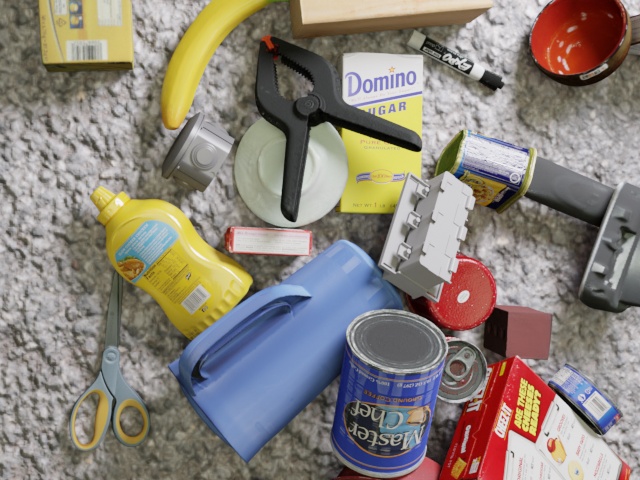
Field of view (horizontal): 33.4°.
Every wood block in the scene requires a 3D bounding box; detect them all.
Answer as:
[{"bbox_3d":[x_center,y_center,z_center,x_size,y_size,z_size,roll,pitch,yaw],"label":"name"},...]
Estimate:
[{"bbox_3d":[0.071,-0.279,1.158,0.206,0.091,0.090,-7,92,-8],"label":"wood block"}]

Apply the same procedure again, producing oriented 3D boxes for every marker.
[{"bbox_3d":[0.154,-0.202,1.208,0.121,0.020,0.020,26,88,-8],"label":"marker"}]

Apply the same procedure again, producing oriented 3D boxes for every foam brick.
[{"bbox_3d":[0.221,0.102,1.199,0.051,0.078,0.053,4,92,-10],"label":"foam brick"}]

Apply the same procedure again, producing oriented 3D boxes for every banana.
[{"bbox_3d":[-0.119,-0.210,1.150,0.198,0.037,0.070,-50,55,2],"label":"banana"}]

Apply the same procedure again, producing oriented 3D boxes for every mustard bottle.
[{"bbox_3d":[-0.172,0.013,1.146,0.191,0.058,0.096,43,112,-7],"label":"mustard bottle"}]

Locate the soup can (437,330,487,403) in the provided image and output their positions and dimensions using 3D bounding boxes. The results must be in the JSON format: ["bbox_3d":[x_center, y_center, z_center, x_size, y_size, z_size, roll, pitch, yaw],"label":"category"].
[{"bbox_3d":[0.136,0.137,1.176,0.068,0.102,0.068,0,92,-8],"label":"soup can"}]

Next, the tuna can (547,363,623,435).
[{"bbox_3d":[0.299,0.181,1.209,0.034,0.086,0.086,-45,97,-3],"label":"tuna can"}]

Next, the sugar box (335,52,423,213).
[{"bbox_3d":[0.065,-0.118,1.185,0.093,0.048,0.176,0,93,-8],"label":"sugar box"}]

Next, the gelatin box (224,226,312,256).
[{"bbox_3d":[-0.058,0.001,1.158,0.089,0.073,0.030,2,91,-8],"label":"gelatin box"}]

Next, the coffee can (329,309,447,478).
[{"bbox_3d":[0.068,0.157,1.093,0.102,0.103,0.140,2,123,-8],"label":"coffee can"}]

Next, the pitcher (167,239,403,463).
[{"bbox_3d":[-0.035,0.106,1.133,0.242,0.149,0.145,-40,97,-8],"label":"pitcher"}]

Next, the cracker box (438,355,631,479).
[{"bbox_3d":[0.235,0.257,1.154,0.213,0.072,0.164,43,48,-19],"label":"cracker box"}]

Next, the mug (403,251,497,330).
[{"bbox_3d":[0.135,0.053,1.183,0.117,0.081,0.093,17,89,-8],"label":"mug"}]

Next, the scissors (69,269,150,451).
[{"bbox_3d":[-0.213,0.140,1.170,0.096,0.016,0.202,21,89,-10],"label":"scissors"}]

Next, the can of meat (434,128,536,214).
[{"bbox_3d":[0.178,-0.077,1.175,0.084,0.102,0.057,17,73,-6],"label":"can of meat"}]

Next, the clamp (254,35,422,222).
[{"bbox_3d":[0.001,-0.138,1.138,0.164,0.036,0.210,-23,69,-3],"label":"clamp"}]

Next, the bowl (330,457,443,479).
[{"bbox_3d":[0.089,0.271,1.165,0.162,0.162,0.055,26,60,-8],"label":"bowl"}]
